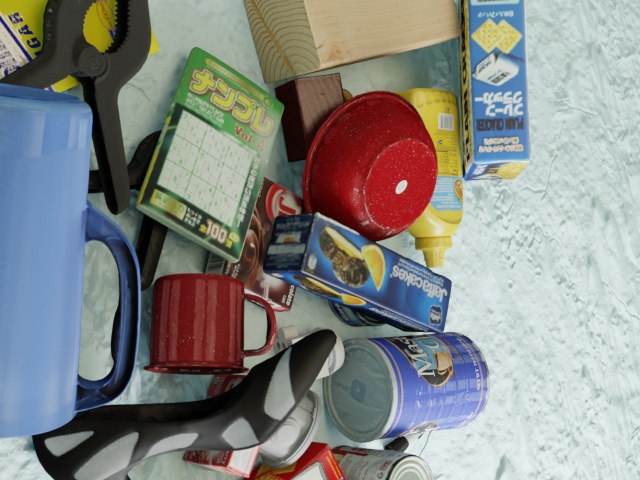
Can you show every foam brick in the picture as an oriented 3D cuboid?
[{"bbox_3d":[-0.006,-0.122,1.058,0.051,0.053,0.078,-10,92,-25],"label":"foam brick"}]

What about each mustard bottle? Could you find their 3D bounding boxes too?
[{"bbox_3d":[0.119,-0.066,1.161,0.096,0.058,0.191,-2,87,-54],"label":"mustard bottle"}]

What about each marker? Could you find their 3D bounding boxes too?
[{"bbox_3d":[0.111,0.201,1.159,0.120,0.020,0.020,-32,107,-37],"label":"marker"}]

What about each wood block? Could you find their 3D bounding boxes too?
[{"bbox_3d":[0.037,-0.228,1.087,0.205,0.090,0.091,-21,99,-39],"label":"wood block"}]

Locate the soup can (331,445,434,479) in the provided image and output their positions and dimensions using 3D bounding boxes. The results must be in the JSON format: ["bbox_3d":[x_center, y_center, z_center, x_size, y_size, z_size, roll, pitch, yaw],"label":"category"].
[{"bbox_3d":[0.054,0.241,1.055,0.068,0.102,0.068,4,84,-40],"label":"soup can"}]

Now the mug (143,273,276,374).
[{"bbox_3d":[-0.096,0.074,0.941,0.093,0.117,0.081,49,40,-75],"label":"mug"}]

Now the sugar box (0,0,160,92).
[{"bbox_3d":[-0.228,-0.169,0.890,0.175,0.048,0.093,-34,108,-38],"label":"sugar box"}]

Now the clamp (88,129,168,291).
[{"bbox_3d":[-0.145,-0.037,0.953,0.171,0.039,0.120,-37,111,-36],"label":"clamp"}]

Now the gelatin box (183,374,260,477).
[{"bbox_3d":[-0.081,0.165,0.967,0.030,0.073,0.089,33,67,-33],"label":"gelatin box"}]

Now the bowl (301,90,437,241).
[{"bbox_3d":[0.062,-0.062,1.043,0.161,0.055,0.162,-16,118,-32],"label":"bowl"}]

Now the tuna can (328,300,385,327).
[{"bbox_3d":[0.049,0.047,1.111,0.085,0.034,0.086,4,84,-40],"label":"tuna can"}]

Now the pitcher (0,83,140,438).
[{"bbox_3d":[-0.222,0.013,0.778,0.149,0.145,0.243,-6,108,-54],"label":"pitcher"}]

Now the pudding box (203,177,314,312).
[{"bbox_3d":[-0.057,0.001,1.023,0.089,0.039,0.113,28,69,-35],"label":"pudding box"}]

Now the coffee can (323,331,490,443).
[{"bbox_3d":[0.089,0.147,1.091,0.140,0.103,0.103,0,86,-40],"label":"coffee can"}]

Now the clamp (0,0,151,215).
[{"bbox_3d":[-0.187,-0.134,0.870,0.164,0.036,0.210,37,72,-36],"label":"clamp"}]
